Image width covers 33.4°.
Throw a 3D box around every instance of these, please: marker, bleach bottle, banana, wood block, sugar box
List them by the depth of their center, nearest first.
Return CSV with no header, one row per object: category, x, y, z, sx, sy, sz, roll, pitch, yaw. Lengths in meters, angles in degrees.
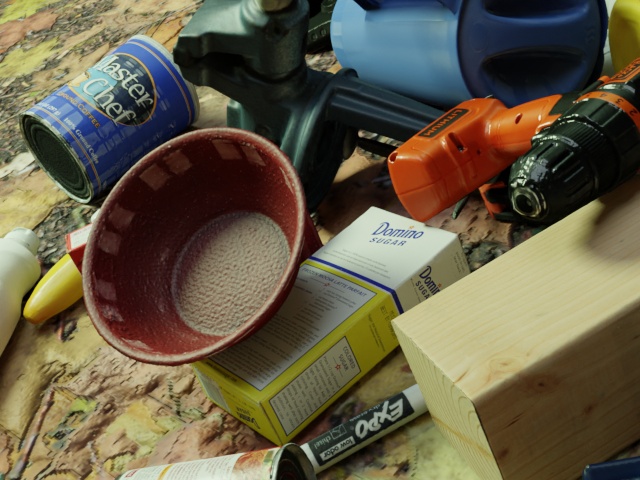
wood block,0.157,0.043,0.576,0.206,0.090,0.091,-30,33,-9
marker,0.036,0.106,0.628,0.121,0.020,0.020,-28,33,-7
sugar box,0.007,0.051,0.702,0.176,0.048,0.093,-36,32,-23
bleach bottle,-0.285,0.072,0.842,0.103,0.068,0.250,-7,34,24
banana,-0.155,0.005,0.877,0.198,0.037,0.070,-25,31,-2

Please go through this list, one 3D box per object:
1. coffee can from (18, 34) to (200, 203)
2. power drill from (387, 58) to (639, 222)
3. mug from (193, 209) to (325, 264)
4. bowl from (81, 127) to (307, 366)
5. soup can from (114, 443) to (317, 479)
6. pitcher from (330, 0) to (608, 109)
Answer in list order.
coffee can,-0.200,-0.117,1.022,0.140,0.103,0.103,-41,36,-26
power drill,0.128,-0.056,0.650,0.184,0.057,0.188,-33,15,-33
mug,-0.055,0.001,0.778,0.117,0.081,0.093,-6,36,25
bowl,-0.071,0.010,0.681,0.162,0.055,0.162,-12,62,23
soup can,-0.057,0.151,0.576,0.102,0.068,0.068,-13,34,18
pitcher,0.096,-0.173,0.857,0.144,0.149,0.243,-26,21,-19
